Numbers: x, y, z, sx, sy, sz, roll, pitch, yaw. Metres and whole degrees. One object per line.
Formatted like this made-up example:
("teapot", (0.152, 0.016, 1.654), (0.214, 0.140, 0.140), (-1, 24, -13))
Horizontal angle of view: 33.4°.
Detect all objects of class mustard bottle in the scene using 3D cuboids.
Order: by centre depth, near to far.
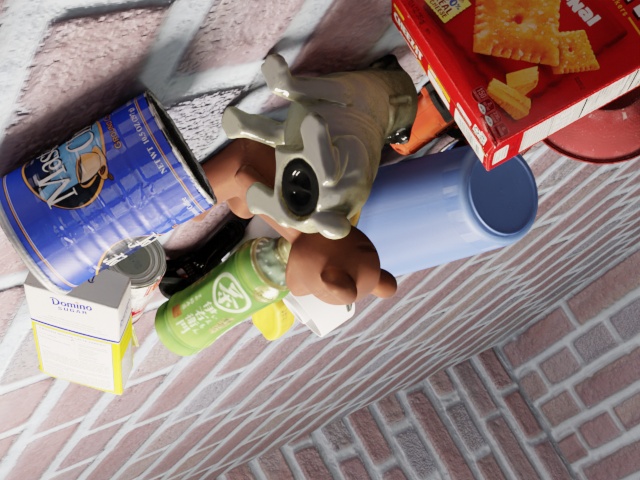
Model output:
("mustard bottle", (-0.002, 0.052, 1.411), (0.191, 0.058, 0.096), (-35, 161, -26))

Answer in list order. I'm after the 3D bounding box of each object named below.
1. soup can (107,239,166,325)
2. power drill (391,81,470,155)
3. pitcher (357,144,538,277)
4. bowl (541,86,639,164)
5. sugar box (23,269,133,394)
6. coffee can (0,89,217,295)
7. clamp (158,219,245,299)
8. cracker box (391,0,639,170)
("soup can", (-0.198, 0.039, 1.071), (0.068, 0.068, 0.102), (-21, 162, -31))
("power drill", (0.181, -0.155, 1.175), (0.185, 0.057, 0.187), (-34, 162, 28))
("pitcher", (0.127, -0.038, 1.174), (0.144, 0.149, 0.243), (23, 161, -27))
("bowl", (0.325, -0.166, 1.247), (0.162, 0.162, 0.055), (-26, 147, -16))
("sugar box", (-0.234, 0.084, 1.049), (0.176, 0.093, 0.048), (104, 2, -52))
("coffee can", (-0.165, -0.036, 0.820), (0.140, 0.103, 0.102), (-31, 165, 1))
("clamp", (-0.153, 0.035, 1.199), (0.120, 0.039, 0.172), (-18, 162, -23))
("cracker box", (0.190, -0.184, 0.888), (0.213, 0.164, 0.072), (-29, 167, -2))
